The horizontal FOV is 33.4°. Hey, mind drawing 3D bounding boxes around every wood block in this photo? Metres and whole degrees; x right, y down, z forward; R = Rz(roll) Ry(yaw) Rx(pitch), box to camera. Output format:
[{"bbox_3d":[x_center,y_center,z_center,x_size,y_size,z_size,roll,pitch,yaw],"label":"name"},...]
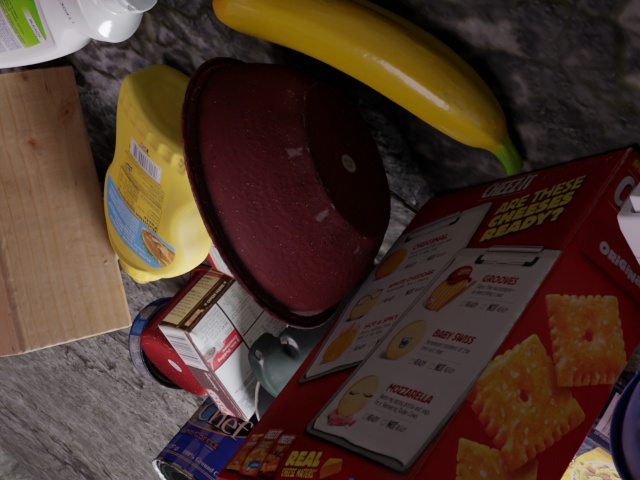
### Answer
[{"bbox_3d":[-0.224,-0.021,0.830,0.091,0.090,0.206,-13,90,60],"label":"wood block"}]

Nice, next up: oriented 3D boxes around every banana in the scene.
[{"bbox_3d":[0.019,-0.095,0.552,0.198,0.037,0.070,33,153,16],"label":"banana"}]

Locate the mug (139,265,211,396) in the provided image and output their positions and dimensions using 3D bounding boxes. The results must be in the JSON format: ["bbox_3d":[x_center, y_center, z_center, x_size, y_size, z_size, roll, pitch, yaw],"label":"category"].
[{"bbox_3d":[-0.104,0.089,0.954,0.093,0.081,0.117,29,152,23],"label":"mug"}]

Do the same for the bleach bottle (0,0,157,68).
[{"bbox_3d":[-0.191,-0.158,0.711,0.251,0.068,0.102,11,137,43],"label":"bleach bottle"}]

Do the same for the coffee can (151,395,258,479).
[{"bbox_3d":[-0.072,0.184,0.989,0.103,0.140,0.103,32,153,18],"label":"coffee can"}]

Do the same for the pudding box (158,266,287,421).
[{"bbox_3d":[-0.069,0.079,0.882,0.039,0.090,0.113,11,141,43],"label":"pudding box"}]

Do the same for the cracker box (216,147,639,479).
[{"bbox_3d":[0.067,0.062,0.530,0.072,0.213,0.164,47,154,-17],"label":"cracker box"}]

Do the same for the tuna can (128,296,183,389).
[{"bbox_3d":[-0.136,0.096,1.004,0.034,0.086,0.086,1,133,56],"label":"tuna can"}]

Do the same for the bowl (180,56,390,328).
[{"bbox_3d":[-0.007,-0.036,0.590,0.055,0.162,0.162,-20,120,26],"label":"bowl"}]

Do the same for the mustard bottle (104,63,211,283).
[{"bbox_3d":[-0.114,-0.028,0.764,0.096,0.058,0.192,46,143,17],"label":"mustard bottle"}]
